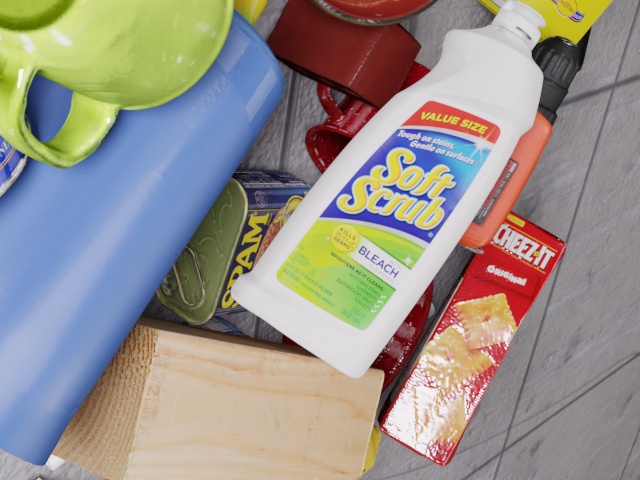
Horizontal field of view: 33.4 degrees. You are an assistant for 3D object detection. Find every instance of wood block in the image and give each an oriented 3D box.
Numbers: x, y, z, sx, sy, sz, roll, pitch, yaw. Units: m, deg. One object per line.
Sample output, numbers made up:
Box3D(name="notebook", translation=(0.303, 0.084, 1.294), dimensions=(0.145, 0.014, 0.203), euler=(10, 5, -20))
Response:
Box3D(name="wood block", translation=(-0.064, 0.106, 0.684), dimensions=(0.205, 0.091, 0.090), euler=(17, 84, -48))

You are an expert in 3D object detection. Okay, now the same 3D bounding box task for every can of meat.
Box3D(name="can of meat", translation=(-0.055, 0.001, 0.717), dimensions=(0.083, 0.058, 0.102), euler=(-5, 119, -54))

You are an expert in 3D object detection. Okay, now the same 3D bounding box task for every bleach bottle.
Box3D(name="bleach bottle", translation=(0.054, -0.043, 0.668), dimensions=(0.251, 0.102, 0.068), euler=(-57, 178, -1))

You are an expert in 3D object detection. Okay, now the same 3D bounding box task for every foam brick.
Box3D(name="foam brick", translation=(0.015, -0.124, 0.688), dimensions=(0.052, 0.078, 0.051), euler=(24, 94, -57))

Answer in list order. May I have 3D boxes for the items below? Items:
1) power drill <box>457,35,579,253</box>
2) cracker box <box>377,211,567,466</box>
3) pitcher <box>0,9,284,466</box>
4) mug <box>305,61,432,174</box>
Box3D(name="power drill", translation=(0.137, -0.071, 0.795), dimensions=(0.184, 0.057, 0.187), euler=(-63, 171, 13))
Box3D(name="cracker box", translation=(0.131, 0.089, 0.953), dimensions=(0.213, 0.072, 0.164), euler=(-59, 174, -5))
Box3D(name="pitcher", translation=(-0.128, -0.017, 0.557), dimensions=(0.242, 0.149, 0.145), euler=(-55, 132, -12))
Box3D(name="mug", translation=(0.042, -0.084, 0.758), dimensions=(0.117, 0.093, 0.081), euler=(48, 68, -26))
